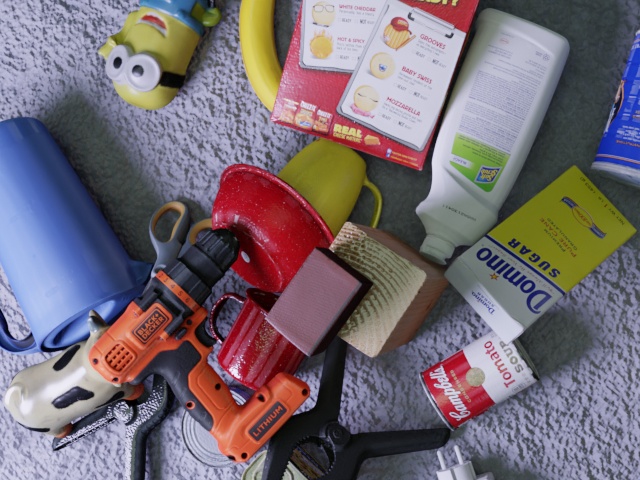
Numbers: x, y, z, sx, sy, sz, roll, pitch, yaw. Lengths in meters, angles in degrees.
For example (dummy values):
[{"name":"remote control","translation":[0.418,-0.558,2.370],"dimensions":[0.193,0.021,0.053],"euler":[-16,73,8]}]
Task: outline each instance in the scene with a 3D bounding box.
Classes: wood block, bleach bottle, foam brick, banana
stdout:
[{"name":"wood block","translation":[0.058,0.046,1.028],"dimensions":[0.090,0.206,0.091],"euler":[34,96,12]},{"name":"bleach bottle","translation":[0.154,-0.098,1.056],"dimensions":[0.102,0.068,0.251],"euler":[24,81,12]},{"name":"foam brick","translation":[-0.001,0.052,0.908],"dimensions":[0.051,0.053,0.078],"euler":[37,96,12]},{"name":"banana","translation":[-0.053,-0.210,1.154],"dimensions":[0.069,0.037,0.198],"euler":[-17,85,-5]}]

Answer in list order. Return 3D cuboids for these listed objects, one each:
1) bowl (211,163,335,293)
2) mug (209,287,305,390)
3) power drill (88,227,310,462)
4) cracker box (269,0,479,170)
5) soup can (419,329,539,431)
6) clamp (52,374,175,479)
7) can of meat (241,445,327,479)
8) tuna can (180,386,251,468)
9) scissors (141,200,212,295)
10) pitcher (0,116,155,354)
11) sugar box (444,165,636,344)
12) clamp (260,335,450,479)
[{"name":"bowl","translation":[-0.057,0.001,1.080],"dimensions":[0.162,0.162,0.055],"euler":[38,62,12]},{"name":"mug","translation":[-0.065,0.101,1.117],"dimensions":[0.117,0.093,0.081],"euler":[31,100,10]},{"name":"power drill","translation":[-0.100,0.106,1.030],"dimensions":[0.187,0.057,0.184],"euler":[45,83,-10]},{"name":"cracker box","translation":[0.059,-0.198,1.055],"dimensions":[0.164,0.072,0.214],"euler":[18,111,4]},{"name":"soup can","translation":[0.160,0.137,1.072],"dimensions":[0.102,0.068,0.068],"euler":[-32,81,9]},{"name":"clamp","translation":[-0.221,0.189,1.177],"dimensions":[0.120,0.039,0.171],"euler":[22,87,9]},{"name":"can of meat","translation":[-0.023,0.258,1.103],"dimensions":[0.102,0.084,0.057],"euler":[43,98,11]},{"name":"tuna can","translation":[-0.105,0.200,1.150],"dimensions":[0.086,0.033,0.086],"euler":[-1,88,13]},{"name":"scissors","translation":[-0.146,0.032,1.115],"dimensions":[0.096,0.016,0.201],"euler":[5,45,-5]},{"name":"pitcher","translation":[-0.305,-0.004,1.159],"dimensions":[0.243,0.148,0.145],"euler":[58,135,13]},{"name":"sugar box","translation":[0.213,0.011,1.030],"dimensions":[0.176,0.048,0.093],"euler":[-36,78,-28]},{"name":"clamp","translation":[0.009,0.189,1.072],"dimensions":[0.209,0.036,0.165],"euler":[-31,72,-30]}]
